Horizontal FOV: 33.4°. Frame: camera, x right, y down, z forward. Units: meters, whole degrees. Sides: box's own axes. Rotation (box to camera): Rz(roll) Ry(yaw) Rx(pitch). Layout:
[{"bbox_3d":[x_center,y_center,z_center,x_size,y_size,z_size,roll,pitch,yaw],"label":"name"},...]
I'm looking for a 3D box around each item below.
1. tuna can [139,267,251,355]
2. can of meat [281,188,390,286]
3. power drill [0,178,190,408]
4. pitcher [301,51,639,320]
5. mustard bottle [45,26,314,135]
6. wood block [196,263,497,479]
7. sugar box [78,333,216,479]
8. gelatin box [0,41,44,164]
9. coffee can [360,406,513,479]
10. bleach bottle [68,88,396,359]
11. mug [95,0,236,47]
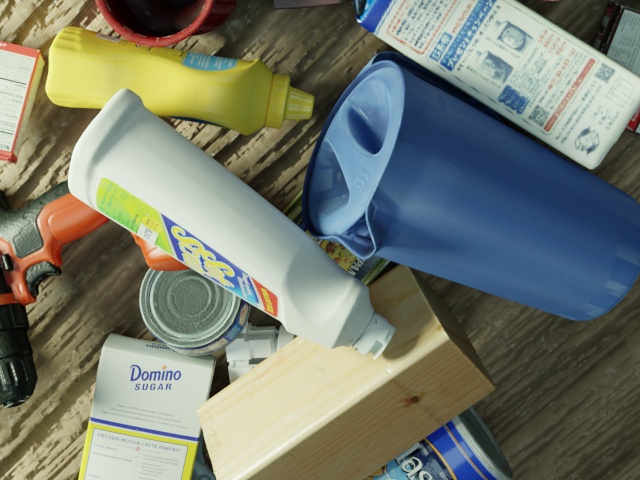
[{"bbox_3d":[-0.100,0.047,0.853,0.086,0.033,0.086,-2,75,8],"label":"tuna can"},{"bbox_3d":[0.008,0.000,0.850,0.084,0.057,0.102,39,102,-9],"label":"can of meat"},{"bbox_3d":[-0.197,0.017,0.825,0.187,0.057,0.184,-20,80,1],"label":"power drill"},{"bbox_3d":[0.118,-0.035,0.793,0.242,0.145,0.149,21,94,-23],"label":"pitcher"},{"bbox_3d":[-0.100,-0.115,0.796,0.191,0.096,0.058,9,102,-3],"label":"mustard bottle"},{"bbox_3d":[0.018,0.123,0.829,0.206,0.090,0.090,-36,133,10],"label":"wood block"},{"bbox_3d":[-0.148,0.172,0.885,0.093,0.048,0.176,13,99,-5],"label":"sugar box"},{"bbox_3d":[-0.258,-0.109,0.816,0.073,0.030,0.089,13,81,-4],"label":"gelatin box"},{"bbox_3d":[0.072,0.191,0.879,0.140,0.103,0.103,-37,103,9],"label":"coffee can"},{"bbox_3d":[-0.055,0.001,0.750,0.251,0.103,0.068,34,66,-2],"label":"bleach bottle"},{"bbox_3d":[-0.095,-0.189,0.773,0.117,0.081,0.093,2,103,12],"label":"mug"}]
